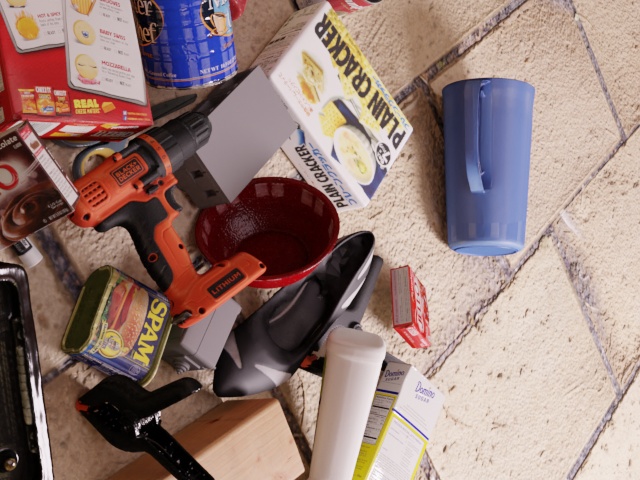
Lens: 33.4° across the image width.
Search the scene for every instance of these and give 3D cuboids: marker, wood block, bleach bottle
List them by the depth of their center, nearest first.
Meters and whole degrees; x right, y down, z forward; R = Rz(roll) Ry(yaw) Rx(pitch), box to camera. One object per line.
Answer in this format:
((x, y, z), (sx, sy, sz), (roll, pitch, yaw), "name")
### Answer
((-0.306, -0.026, 1.011), (0.121, 0.020, 0.020), (58, 47, -21), "marker")
((-0.125, 0.248, 1.097), (0.205, 0.091, 0.090), (-29, 104, -45), "wood block")
((0.019, 0.231, 1.225), (0.102, 0.068, 0.251), (-53, 154, -84), "bleach bottle")

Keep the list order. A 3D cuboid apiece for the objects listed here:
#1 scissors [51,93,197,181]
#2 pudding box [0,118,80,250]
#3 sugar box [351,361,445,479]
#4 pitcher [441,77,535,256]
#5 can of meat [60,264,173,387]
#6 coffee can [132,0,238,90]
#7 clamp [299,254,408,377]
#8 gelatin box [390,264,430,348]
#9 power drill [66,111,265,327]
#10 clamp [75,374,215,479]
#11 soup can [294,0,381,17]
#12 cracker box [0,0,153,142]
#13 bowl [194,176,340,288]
((-0.200, -0.108, 1.140), (0.201, 0.016, 0.096), (-10, 90, -46), "scissors")
((-0.289, -0.045, 0.968), (0.090, 0.113, 0.039), (58, 14, -22), "pudding box")
((0.090, 0.250, 1.336), (0.093, 0.048, 0.176), (45, 58, -39), "sugar box")
((0.233, -0.105, 1.514), (0.149, 0.145, 0.243), (6, 80, -25), "pitcher")
((-0.202, 0.086, 1.073), (0.083, 0.058, 0.102), (34, 58, -34), "can of meat")
((-0.146, -0.242, 1.129), (0.102, 0.103, 0.140), (-35, 130, -44), "coffee can")
((0.036, 0.108, 1.331), (0.209, 0.036, 0.164), (-10, 88, -51), "clamp")
((0.118, 0.088, 1.397), (0.073, 0.030, 0.089), (49, 33, -53), "gelatin box")
((-0.140, -0.022, 1.074), (0.184, 0.057, 0.187), (-39, 92, -29), "power drill")
((-0.166, 0.162, 1.008), (0.039, 0.172, 0.120), (-23, 125, -52), "clamp")
((0.024, -0.319, 1.354), (0.068, 0.102, 0.068), (11, 75, -45), "soup can")
((-0.264, -0.206, 1.043), (0.163, 0.072, 0.214), (-5, 79, -48), "cracker box")
((-0.058, 0.001, 1.198), (0.162, 0.162, 0.055), (-56, 155, -37), "bowl")
